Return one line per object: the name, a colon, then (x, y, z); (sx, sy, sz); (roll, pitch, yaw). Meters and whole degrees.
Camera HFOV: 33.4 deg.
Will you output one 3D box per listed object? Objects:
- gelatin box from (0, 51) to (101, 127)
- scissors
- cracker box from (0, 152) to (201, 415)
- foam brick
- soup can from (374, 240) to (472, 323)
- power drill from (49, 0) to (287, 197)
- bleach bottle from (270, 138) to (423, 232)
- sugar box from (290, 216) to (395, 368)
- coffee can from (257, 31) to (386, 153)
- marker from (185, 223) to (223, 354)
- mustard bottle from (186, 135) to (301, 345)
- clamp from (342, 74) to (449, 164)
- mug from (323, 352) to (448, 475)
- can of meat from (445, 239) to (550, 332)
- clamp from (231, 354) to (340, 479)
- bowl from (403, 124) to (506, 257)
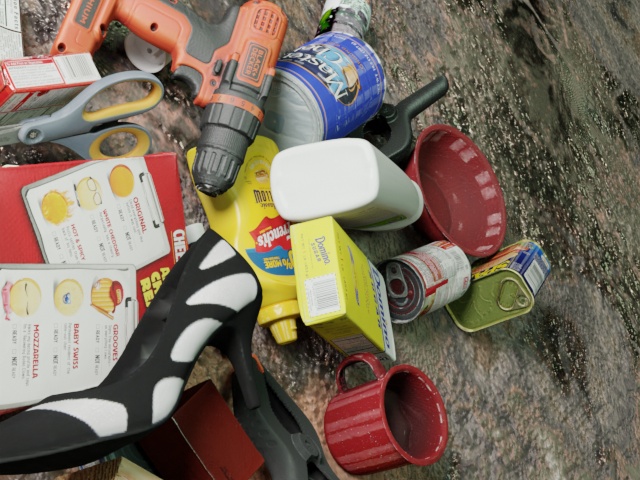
gelatin box: (-0.227, -0.115, 0.829); (0.089, 0.073, 0.030); (-19, 82, -50)
scissors: (-0.213, -0.073, 0.830); (0.201, 0.096, 0.016); (-25, 50, -15)
cracker box: (-0.192, 0.027, 0.766); (0.213, 0.072, 0.164); (-11, 97, -51)
foam brick: (-0.091, 0.154, 0.795); (0.078, 0.051, 0.052); (58, 40, -7)
soup can: (0.106, 0.042, 1.117); (0.102, 0.069, 0.068); (-18, 84, -51)
power drill: (-0.132, -0.147, 0.913); (0.187, 0.057, 0.184); (22, 71, -17)
bleach bottle: (0.038, -0.041, 1.042); (0.250, 0.103, 0.068); (20, 61, -73)
sugar box: (0.025, 0.052, 0.983); (0.176, 0.048, 0.093); (42, 38, -63)
coffee can: (-0.011, -0.140, 1.058); (0.103, 0.103, 0.140); (58, 39, -7)
marker: (-0.094, 0.044, 0.932); (0.020, 0.020, 0.121); (-7, 75, -49)
mustard bottle: (-0.056, 0.001, 0.967); (0.096, 0.058, 0.191); (-2, 72, -51)
clamp: (0.078, -0.136, 1.172); (0.120, 0.039, 0.171); (7, 59, 4)
mug: (0.052, 0.159, 0.982); (0.093, 0.082, 0.117); (-31, 94, -51)
can of meat: (0.200, 0.049, 1.191); (0.057, 0.102, 0.083); (58, 37, -8)
clamp: (-0.023, 0.179, 0.857); (0.210, 0.036, 0.164); (55, 14, 27)
bowl: (0.142, -0.049, 1.215); (0.161, 0.055, 0.162); (25, 53, -38)
